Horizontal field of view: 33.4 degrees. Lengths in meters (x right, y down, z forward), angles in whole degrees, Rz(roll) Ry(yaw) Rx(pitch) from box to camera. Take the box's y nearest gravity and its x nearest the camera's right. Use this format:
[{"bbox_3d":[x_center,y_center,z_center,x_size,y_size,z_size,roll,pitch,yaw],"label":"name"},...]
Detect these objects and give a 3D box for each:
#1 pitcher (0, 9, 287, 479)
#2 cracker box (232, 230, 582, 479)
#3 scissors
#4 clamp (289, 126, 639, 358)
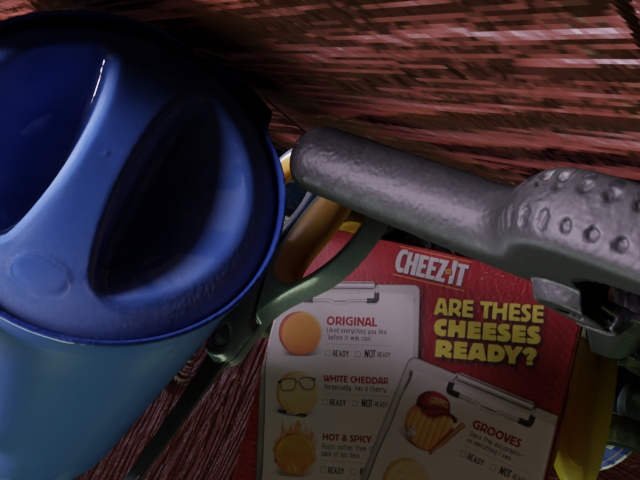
[{"bbox_3d":[-0.121,0.030,0.453,0.149,0.145,0.243,10,150,-17],"label":"pitcher"},{"bbox_3d":[0.045,0.113,0.590,0.164,0.213,0.072,13,174,15],"label":"cracker box"},{"bbox_3d":[-0.043,0.031,0.502,0.016,0.202,0.096,36,-165,-37],"label":"scissors"},{"bbox_3d":[0.077,0.003,0.334,0.164,0.036,0.210,27,175,-10],"label":"clamp"}]
